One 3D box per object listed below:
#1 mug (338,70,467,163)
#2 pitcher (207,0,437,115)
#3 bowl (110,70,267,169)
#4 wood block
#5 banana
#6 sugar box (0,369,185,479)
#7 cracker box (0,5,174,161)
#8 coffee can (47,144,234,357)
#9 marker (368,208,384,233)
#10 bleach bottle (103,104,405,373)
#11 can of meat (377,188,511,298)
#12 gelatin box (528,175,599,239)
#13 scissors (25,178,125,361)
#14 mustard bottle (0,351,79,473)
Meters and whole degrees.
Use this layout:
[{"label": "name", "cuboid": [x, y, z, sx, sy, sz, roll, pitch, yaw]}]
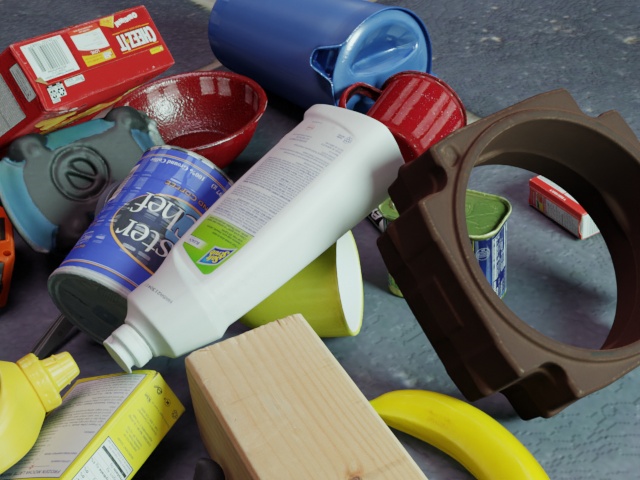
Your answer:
[{"label": "mug", "cuboid": [0.069, -0.104, 0.994, 0.117, 0.093, 0.081, 36, 52, 2]}, {"label": "pitcher", "cuboid": [-0.002, -0.201, 1.128, 0.145, 0.149, 0.243, -43, 44, -18]}, {"label": "bowl", "cuboid": [-0.130, -0.109, 1.072, 0.162, 0.055, 0.162, -5, 37, 3]}, {"label": "wood block", "cuboid": [-0.004, 0.149, 0.676, 0.090, 0.090, 0.206, -20, 38, -18]}, {"label": "banana", "cuboid": [0.101, 0.149, 0.705, 0.069, 0.037, 0.198, -42, 46, -18]}, {"label": "sugar box", "cuboid": [-0.174, 0.160, 0.704, 0.094, 0.048, 0.176, -13, 29, 39]}, {"label": "cracker box", "cuboid": [-0.265, -0.130, 1.007, 0.214, 0.072, 0.163, -25, 6, 42]}, {"label": "coffee can", "cuboid": [-0.136, 0.008, 0.853, 0.103, 0.103, 0.140, 13, 53, 25]}, {"label": "marker", "cuboid": [0.052, -0.024, 0.956, 0.020, 0.020, 0.121, -19, 38, -16]}, {"label": "bleach bottle", "cuboid": [-0.055, 0.001, 0.774, 0.250, 0.068, 0.103, -41, 35, -20]}, {"label": "can of meat", "cuboid": [0.100, 0.006, 0.854, 0.102, 0.084, 0.057, 14, 42, 26]}, {"label": "gelatin box", "cuboid": [0.241, -0.042, 0.939, 0.089, 0.030, 0.073, -22, 38, -20]}, {"label": "scissors", "cuboid": [-0.194, 0.021, 0.888, 0.016, 0.096, 0.201, -5, 25, 48]}, {"label": "mustard bottle", "cuboid": [-0.246, 0.131, 0.702, 0.191, 0.058, 0.096, -32, 34, -20]}]
